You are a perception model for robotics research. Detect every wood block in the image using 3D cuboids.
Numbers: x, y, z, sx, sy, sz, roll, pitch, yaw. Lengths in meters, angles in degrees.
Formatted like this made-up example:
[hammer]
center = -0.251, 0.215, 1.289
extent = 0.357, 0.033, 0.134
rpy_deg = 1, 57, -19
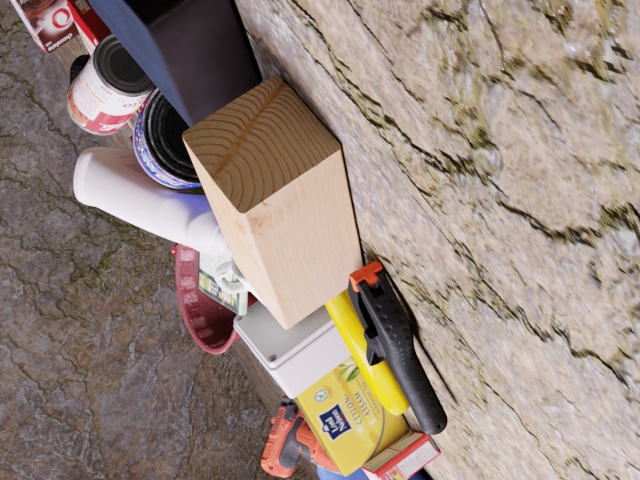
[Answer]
[wood block]
center = -0.032, -0.024, 0.865
extent = 0.090, 0.090, 0.206
rpy_deg = 51, 169, 27

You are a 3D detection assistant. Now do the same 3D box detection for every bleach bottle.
[bleach bottle]
center = -0.160, -0.036, 1.117
extent = 0.251, 0.102, 0.068
rpy_deg = 27, 112, 48

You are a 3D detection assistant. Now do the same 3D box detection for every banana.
[banana]
center = 0.047, 0.110, 1.060
extent = 0.197, 0.037, 0.070
rpy_deg = 62, 167, -28

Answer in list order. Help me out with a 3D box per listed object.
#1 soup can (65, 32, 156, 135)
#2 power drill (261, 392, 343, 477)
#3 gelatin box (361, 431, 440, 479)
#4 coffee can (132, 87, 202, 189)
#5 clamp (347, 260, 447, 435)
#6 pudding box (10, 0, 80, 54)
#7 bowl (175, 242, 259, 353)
[soup can]
center = -0.202, -0.152, 1.039
extent = 0.068, 0.068, 0.102
rpy_deg = 57, 148, -1
[power drill]
center = 0.000, 0.222, 1.374
extent = 0.057, 0.184, 0.188
rpy_deg = 25, 165, -19
[gelatin box]
center = 0.088, 0.245, 1.183
extent = 0.030, 0.073, 0.089
rpy_deg = 55, 170, 3
[coffee can]
center = -0.122, -0.102, 1.009
extent = 0.103, 0.102, 0.140
rpy_deg = 58, 170, -8
[clamp]
center = 0.056, 0.082, 0.935
extent = 0.120, 0.039, 0.171
rpy_deg = 34, 150, 54
[pudding box]
center = -0.292, -0.281, 1.217
extent = 0.039, 0.113, 0.090
rpy_deg = 44, 165, 41
[bowl]
center = -0.110, 0.048, 1.240
extent = 0.162, 0.055, 0.162
rpy_deg = 18, 111, 56
